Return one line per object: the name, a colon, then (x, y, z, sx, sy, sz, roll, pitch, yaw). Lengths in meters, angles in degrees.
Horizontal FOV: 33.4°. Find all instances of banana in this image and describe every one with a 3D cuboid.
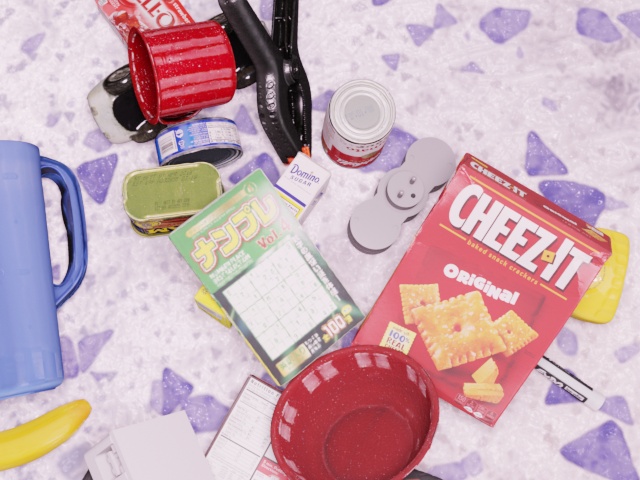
banana: (-0.323, 0.193, 1.039, 0.197, 0.037, 0.069, -2, 82, -3)

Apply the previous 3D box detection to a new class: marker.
marker: (0.235, 0.132, 1.088, 0.121, 0.020, 0.020, 35, 80, 3)

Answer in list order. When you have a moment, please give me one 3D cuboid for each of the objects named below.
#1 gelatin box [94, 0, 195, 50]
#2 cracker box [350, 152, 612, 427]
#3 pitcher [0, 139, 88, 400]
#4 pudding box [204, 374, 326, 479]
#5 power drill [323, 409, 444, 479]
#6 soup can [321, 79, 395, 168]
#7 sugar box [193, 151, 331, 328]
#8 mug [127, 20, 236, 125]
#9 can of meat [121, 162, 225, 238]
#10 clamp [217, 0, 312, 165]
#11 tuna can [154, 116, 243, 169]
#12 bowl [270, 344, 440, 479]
gelatin box: (-0.182, -0.234, 1.120, 0.073, 0.030, 0.089, -35, 85, -8)
cracker box: (0.153, 0.050, 1.028, 0.164, 0.072, 0.214, 31, 109, 2)
pitcher: (-0.310, 0.030, 1.029, 0.149, 0.145, 0.243, -12, 85, 7)
pudding box: (-0.058, 0.201, 1.052, 0.090, 0.039, 0.113, 29, 78, 2)
power drill: (0.064, 0.260, 0.989, 0.184, 0.057, 0.188, -45, 47, -16)
soup can: (0.037, -0.117, 1.076, 0.068, 0.102, 0.068, 1, 80, -4)
sugar box: (-0.057, 0.001, 1.057, 0.048, 0.093, 0.176, 32, 80, 2)
mug: (-0.132, -0.156, 1.024, 0.081, 0.117, 0.093, -14, 55, -21)
can of meat: (-0.145, -0.041, 1.063, 0.102, 0.084, 0.057, -8, 81, -5)
clamp: (-0.039, -0.180, 1.078, 0.036, 0.164, 0.210, -1, 121, 24)
tuna can: (-0.122, -0.094, 1.072, 0.086, 0.086, 0.034, -12, 80, -5)
bowl: (0.037, 0.178, 0.996, 0.162, 0.055, 0.162, -11, 48, 12)
